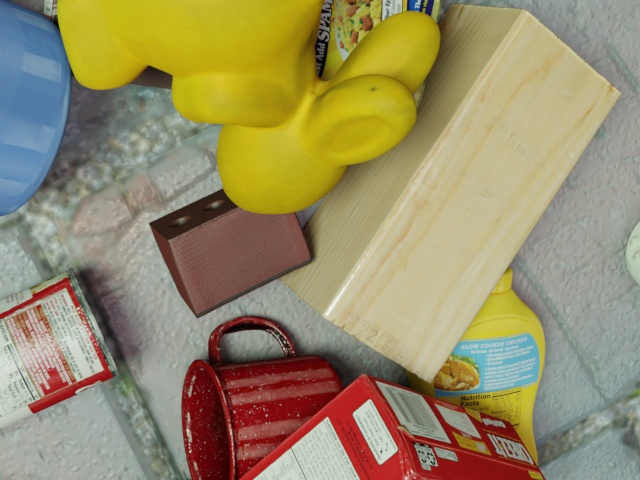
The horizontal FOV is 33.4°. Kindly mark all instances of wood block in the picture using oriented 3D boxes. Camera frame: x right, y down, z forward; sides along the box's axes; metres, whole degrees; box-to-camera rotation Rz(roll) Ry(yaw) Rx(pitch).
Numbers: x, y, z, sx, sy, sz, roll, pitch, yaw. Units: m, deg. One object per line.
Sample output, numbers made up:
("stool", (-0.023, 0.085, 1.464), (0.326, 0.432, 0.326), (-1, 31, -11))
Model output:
("wood block", (0.075, -0.032, 0.652), (0.090, 0.091, 0.206), (33, 90, -25))

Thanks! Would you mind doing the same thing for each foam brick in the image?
("foam brick", (-0.054, 0.001, 0.633), (0.078, 0.053, 0.051), (-26, 112, -14))

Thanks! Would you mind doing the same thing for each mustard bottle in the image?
("mustard bottle", (0.103, 0.090, 0.712), (0.096, 0.058, 0.192), (-4, 105, -20))

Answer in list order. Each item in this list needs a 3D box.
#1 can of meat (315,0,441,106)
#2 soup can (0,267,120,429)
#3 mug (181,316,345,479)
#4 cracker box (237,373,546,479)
("can of meat", (0.020, -0.127, 0.619), (0.083, 0.057, 0.102), (8, 100, -15))
("soup can", (-0.173, 0.067, 0.597), (0.102, 0.069, 0.068), (-25, 111, -13))
("mug", (-0.035, 0.103, 0.656), (0.081, 0.093, 0.117), (-5, 69, -25))
("cracker box", (0.010, 0.180, 0.624), (0.214, 0.072, 0.164), (-43, 142, 18))
